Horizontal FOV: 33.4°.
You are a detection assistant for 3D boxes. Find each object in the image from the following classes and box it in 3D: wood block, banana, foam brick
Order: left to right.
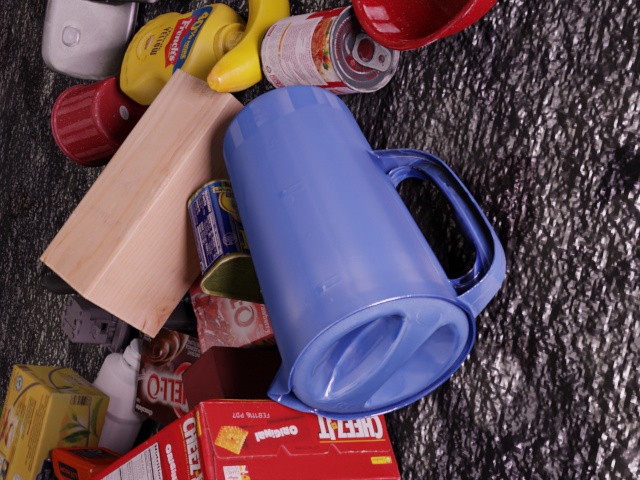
[{"bbox_3d":[-0.136,-0.034,0.934,0.090,0.090,0.206,30,84,44],"label":"wood block"},{"bbox_3d":[-0.067,0.125,0.894,0.053,0.078,0.051,-45,49,39],"label":"foam brick"},{"bbox_3d":[-0.059,-0.188,0.931,0.037,0.069,0.197,-50,28,44],"label":"banana"}]

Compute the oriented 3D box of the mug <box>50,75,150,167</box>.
[{"bbox_3d":[-0.224,-0.139,1.155,0.082,0.093,0.117,-8,41,48],"label":"mug"}]

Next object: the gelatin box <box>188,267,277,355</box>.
[{"bbox_3d":[-0.073,0.056,0.929,0.073,0.030,0.089,-23,63,17],"label":"gelatin box"}]

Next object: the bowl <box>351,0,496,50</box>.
[{"bbox_3d":[0.091,-0.210,0.762,0.162,0.055,0.162,-14,72,51],"label":"bowl"}]

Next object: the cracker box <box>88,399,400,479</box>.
[{"bbox_3d":[-0.072,0.186,0.817,0.214,0.163,0.072,-38,57,43],"label":"cracker box"}]

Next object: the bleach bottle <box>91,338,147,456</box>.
[{"bbox_3d":[-0.237,0.202,1.121,0.251,0.067,0.103,-61,43,23],"label":"bleach bottle"}]

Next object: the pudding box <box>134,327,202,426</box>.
[{"bbox_3d":[-0.131,0.130,1.009,0.114,0.039,0.090,8,91,54],"label":"pudding box"}]

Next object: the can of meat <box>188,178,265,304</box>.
[{"bbox_3d":[-0.056,0.001,0.883,0.058,0.101,0.084,-44,48,36],"label":"can of meat"}]

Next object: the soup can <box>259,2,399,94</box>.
[{"bbox_3d":[0.005,-0.151,0.856,0.102,0.068,0.068,6,89,54],"label":"soup can"}]

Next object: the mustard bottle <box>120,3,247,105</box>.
[{"bbox_3d":[-0.120,-0.182,1.032,0.192,0.058,0.096,5,64,52],"label":"mustard bottle"}]

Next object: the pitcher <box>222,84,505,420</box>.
[{"bbox_3d":[0.017,-0.006,0.779,0.145,0.149,0.243,111,147,-42],"label":"pitcher"}]

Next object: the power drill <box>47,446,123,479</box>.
[{"bbox_3d":[-0.206,0.288,0.961,0.185,0.057,0.187,4,87,53],"label":"power drill"}]
